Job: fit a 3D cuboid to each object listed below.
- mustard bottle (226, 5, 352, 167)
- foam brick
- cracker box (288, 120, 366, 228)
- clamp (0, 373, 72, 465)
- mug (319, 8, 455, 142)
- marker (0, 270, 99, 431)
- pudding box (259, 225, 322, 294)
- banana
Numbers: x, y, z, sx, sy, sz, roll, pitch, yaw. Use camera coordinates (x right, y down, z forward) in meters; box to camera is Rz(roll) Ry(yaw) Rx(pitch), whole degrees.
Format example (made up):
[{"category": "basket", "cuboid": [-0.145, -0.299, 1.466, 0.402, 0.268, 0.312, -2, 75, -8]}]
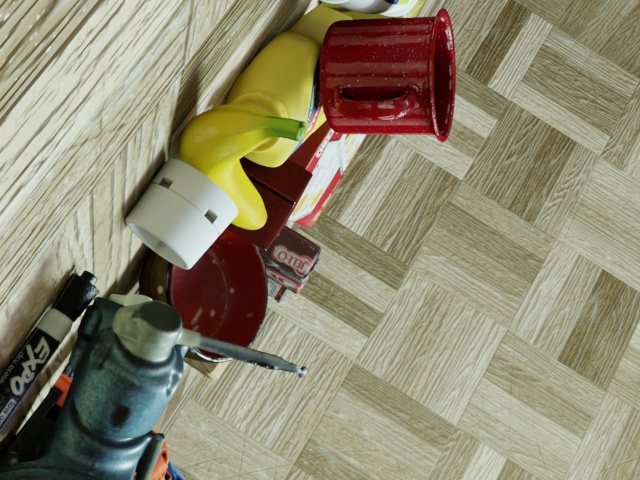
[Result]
[{"category": "mustard bottle", "cuboid": [-0.024, -0.106, 0.773, 0.191, 0.058, 0.096, -55, 167, -63]}, {"category": "foam brick", "cuboid": [-0.054, -0.040, 0.803, 0.051, 0.078, 0.053, -60, 178, 32]}, {"category": "cracker box", "cuboid": [-0.008, -0.101, 0.985, 0.164, 0.072, 0.213, -59, 173, 2]}, {"category": "clamp", "cuboid": [-0.205, 0.160, 0.711, 0.172, 0.039, 0.120, -55, -174, 37]}, {"category": "mug", "cuboid": [0.045, -0.110, 0.746, 0.117, 0.082, 0.093, -62, 150, -55]}, {"category": "marker", "cuboid": [-0.160, 0.068, 0.586, 0.121, 0.020, 0.020, -58, 179, -18]}, {"category": "pudding box", "cuboid": [-0.056, 0.001, 0.952, 0.039, 0.113, 0.090, -57, 178, -12]}, {"category": "banana", "cuboid": [-0.058, -0.045, 0.681, 0.037, 0.069, 0.198, -60, -178, -16]}]
